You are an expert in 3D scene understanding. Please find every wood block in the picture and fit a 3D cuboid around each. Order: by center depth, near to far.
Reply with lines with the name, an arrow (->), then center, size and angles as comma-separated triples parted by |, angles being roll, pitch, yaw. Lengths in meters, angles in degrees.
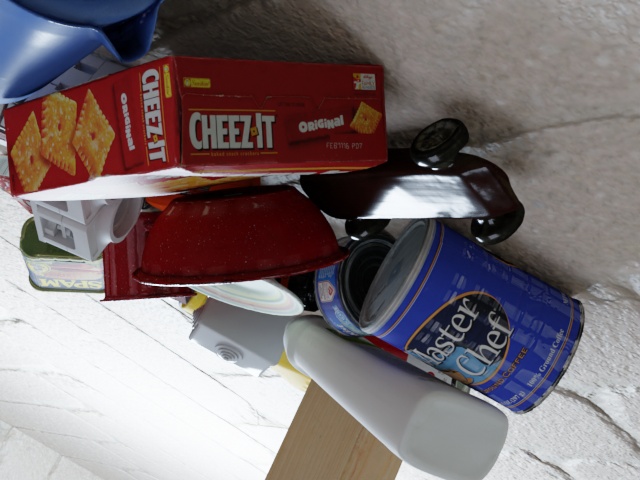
wood block -> 0.029, 0.204, 1.090 | 0.091, 0.206, 0.090 | 5, 149, 40

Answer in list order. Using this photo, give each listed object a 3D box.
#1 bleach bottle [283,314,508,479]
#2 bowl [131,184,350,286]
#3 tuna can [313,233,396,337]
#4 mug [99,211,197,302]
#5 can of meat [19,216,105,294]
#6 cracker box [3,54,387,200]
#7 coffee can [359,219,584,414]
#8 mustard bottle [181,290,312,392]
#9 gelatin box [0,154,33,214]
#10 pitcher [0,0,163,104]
bleach bottle -> 0.044, 0.118, 0.908 | 0.102, 0.068, 0.251 | 25, -178, -32
bowl -> -0.061, -0.008, 0.785 | 0.162, 0.055, 0.162 | -6, -172, 1
tuna can -> 0.038, 0.037, 0.882 | 0.086, 0.086, 0.034 | 38, 152, -26
mug -> -0.163, 0.015, 1.009 | 0.093, 0.081, 0.117 | -3, 178, -17
can of meat -> -0.275, 0.015, 1.172 | 0.102, 0.057, 0.084 | 3, 153, -4
cracker box -> -0.087, -0.069, 0.704 | 0.163, 0.072, 0.214 | -6, -178, -41
coffee can -> 0.115, 0.057, 0.822 | 0.140, 0.102, 0.103 | 29, 157, -8
mustard bottle -> -0.077, 0.094, 1.156 | 0.191, 0.058, 0.096 | 34, 171, -16
gelatin box -> -0.288, -0.053, 1.100 | 0.089, 0.030, 0.073 | 9, 152, 36
pitcher -> -0.183, -0.170, 0.646 | 0.144, 0.149, 0.243 | 20, 165, -25
